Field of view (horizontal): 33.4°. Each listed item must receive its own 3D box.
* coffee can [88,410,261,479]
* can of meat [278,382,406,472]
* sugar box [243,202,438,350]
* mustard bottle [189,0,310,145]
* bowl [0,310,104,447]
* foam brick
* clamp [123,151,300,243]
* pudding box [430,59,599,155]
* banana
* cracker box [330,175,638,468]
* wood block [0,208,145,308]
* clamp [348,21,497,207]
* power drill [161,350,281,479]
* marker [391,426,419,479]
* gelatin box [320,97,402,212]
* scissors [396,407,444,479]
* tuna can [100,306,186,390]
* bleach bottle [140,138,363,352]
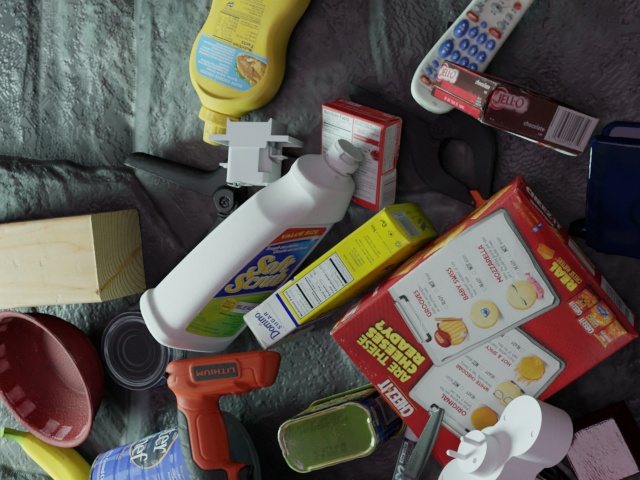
[{"bbox_3d":[-0.145,0.240,1.070,0.140,0.102,0.103,-23,85,22],"label":"coffee can"},{"bbox_3d":[0.020,0.177,1.009,0.102,0.083,0.057,-21,86,22],"label":"can of meat"},{"bbox_3d":[0.020,0.034,0.994,0.176,0.093,0.048,-40,79,20],"label":"sugar box"},{"bbox_3d":[-0.076,-0.185,1.035,0.096,0.058,0.192,24,102,20],"label":"mustard bottle"},{"bbox_3d":[-0.281,0.136,1.125,0.162,0.055,0.162,18,123,30],"label":"bowl"},{"bbox_3d":[0.246,0.177,0.921,0.051,0.078,0.053,-29,81,22],"label":"foam brick"},{"bbox_3d":[-0.096,-0.046,1.064,0.210,0.036,0.164,-26,85,19],"label":"clamp"},{"bbox_3d":[0.162,-0.113,0.900,0.039,0.113,0.090,-67,29,13],"label":"pudding box"},{"bbox_3d":[-0.265,0.259,1.125,0.198,0.069,0.037,35,118,37],"label":"banana"},{"bbox_3d":[0.143,0.072,0.946,0.214,0.072,0.164,-39,92,20],"label":"cracker box"},{"bbox_3d":[-0.298,0.022,1.123,0.206,0.090,0.090,-5,93,22],"label":"wood block"},{"bbox_3d":[0.100,-0.102,0.980,0.120,0.039,0.171,-22,82,22],"label":"clamp"},{"bbox_3d":[-0.068,0.195,0.959,0.184,0.057,0.187,-6,78,13],"label":"power drill"},{"bbox_3d":[0.078,0.231,1.024,0.020,0.020,0.121,18,100,20],"label":"marker"},{"bbox_3d":[0.036,-0.080,0.989,0.073,0.030,0.089,23,124,35],"label":"gelatin box"},{"bbox_3d":[0.062,0.223,0.984,0.096,0.016,0.202,18,119,28],"label":"scissors"},{"bbox_3d":[-0.185,0.113,1.114,0.086,0.033,0.086,2,95,22],"label":"tuna can"},{"bbox_3d":[-0.057,0.001,0.992,0.251,0.102,0.068,-47,53,24],"label":"bleach bottle"}]
